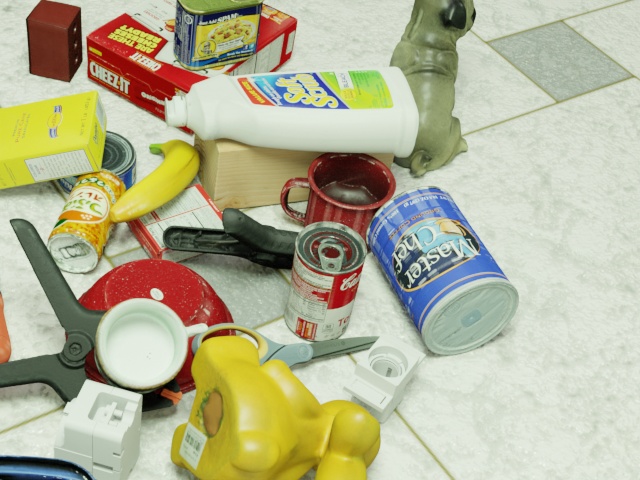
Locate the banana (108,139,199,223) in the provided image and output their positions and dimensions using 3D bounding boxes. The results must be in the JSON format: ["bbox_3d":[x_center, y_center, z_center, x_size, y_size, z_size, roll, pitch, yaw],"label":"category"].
[{"bbox_3d":[-0.165,-0.067,1.119,0.070,0.037,0.197,-21,20,14],"label":"banana"}]

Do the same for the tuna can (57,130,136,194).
[{"bbox_3d":[-0.242,-0.083,1.158,0.086,0.034,0.086,6,44,-6],"label":"tuna can"}]

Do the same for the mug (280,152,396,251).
[{"bbox_3d":[0.015,-0.037,1.129,0.117,0.082,0.093,7,44,-5],"label":"mug"}]

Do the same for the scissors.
[{"bbox_3d":[-0.025,0.124,0.997,0.201,0.016,0.096,11,68,-25],"label":"scissors"}]

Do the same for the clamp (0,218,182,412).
[{"bbox_3d":[-0.214,0.084,0.927,0.210,0.036,0.164,20,81,-8],"label":"clamp"}]

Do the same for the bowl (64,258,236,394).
[{"bbox_3d":[-0.158,0.068,1.004,0.162,0.055,0.162,6,44,-6],"label":"bowl"}]

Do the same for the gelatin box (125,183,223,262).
[{"bbox_3d":[-0.147,-0.015,1.111,0.089,0.030,0.073,-20,53,-29],"label":"gelatin box"}]

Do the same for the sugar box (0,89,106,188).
[{"bbox_3d":[-0.315,-0.101,1.116,0.176,0.048,0.093,-9,44,5],"label":"sugar box"}]

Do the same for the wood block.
[{"bbox_3d":[-0.029,-0.104,1.183,0.205,0.091,0.090,-8,48,-19],"label":"wood block"}]

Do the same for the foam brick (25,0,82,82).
[{"bbox_3d":[-0.316,-0.239,1.273,0.051,0.078,0.053,12,43,3],"label":"foam brick"}]

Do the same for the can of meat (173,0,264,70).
[{"bbox_3d":[-0.117,-0.248,1.216,0.101,0.084,0.057,-16,51,-25],"label":"can of meat"}]

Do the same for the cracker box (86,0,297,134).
[{"bbox_3d":[-0.155,-0.235,1.308,0.164,0.072,0.213,29,47,18],"label":"cracker box"}]

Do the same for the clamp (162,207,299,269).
[{"bbox_3d":[-0.057,0.001,1.051,0.171,0.120,0.039,9,81,-28],"label":"clamp"}]

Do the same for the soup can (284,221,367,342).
[{"bbox_3d":[0.003,0.042,1.030,0.068,0.102,0.068,6,44,-6],"label":"soup can"}]

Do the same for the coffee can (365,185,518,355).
[{"bbox_3d":[0.120,0.029,1.068,0.102,0.103,0.140,-10,47,-21],"label":"coffee can"}]

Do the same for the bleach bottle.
[{"bbox_3d":[-0.033,-0.131,1.100,0.250,0.068,0.102,-3,46,-12],"label":"bleach bottle"}]
